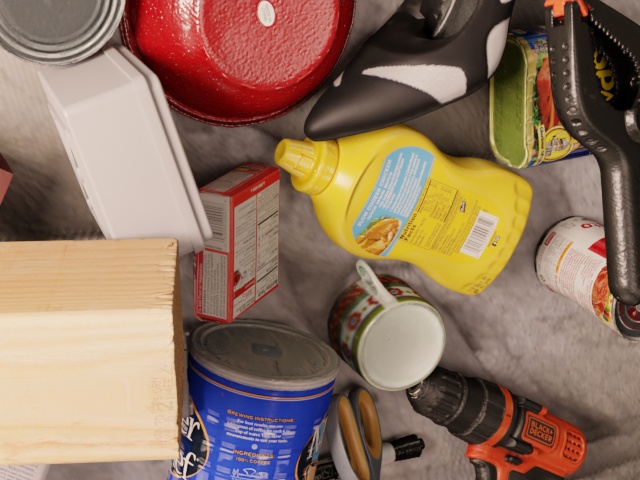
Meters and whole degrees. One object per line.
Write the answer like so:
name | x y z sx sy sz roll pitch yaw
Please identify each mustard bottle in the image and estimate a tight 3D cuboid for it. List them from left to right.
mustard bottle | 0.053 -0.031 0.742 0.191 0.058 0.096 19 105 -30

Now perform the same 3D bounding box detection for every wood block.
wood block | -0.177 0.057 0.559 0.206 0.091 0.090 -1 115 -4

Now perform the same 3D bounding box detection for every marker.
marker | 0.026 0.172 0.829 0.121 0.020 0.020 -11 113 -21

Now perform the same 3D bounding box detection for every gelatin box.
gelatin box | -0.055 0.001 0.699 0.073 0.030 0.089 -38 135 -60

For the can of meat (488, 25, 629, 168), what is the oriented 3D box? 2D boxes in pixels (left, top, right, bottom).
can of meat | 0.170 -0.107 0.770 0.083 0.057 0.102 -12 114 -18

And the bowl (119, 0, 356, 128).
bowl | -0.040 -0.143 0.659 0.161 0.055 0.162 -8 112 -22

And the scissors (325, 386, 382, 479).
scissors | 0.043 0.197 0.796 0.016 0.096 0.202 -13 107 20

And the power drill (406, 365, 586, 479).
power drill | 0.123 0.204 0.826 0.184 0.057 0.187 26 71 -29

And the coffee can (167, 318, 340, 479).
coffee can | -0.050 0.137 0.732 0.102 0.103 0.140 3 107 -26

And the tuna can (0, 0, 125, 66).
tuna can | -0.158 -0.146 0.615 0.086 0.034 0.086 -9 112 -22

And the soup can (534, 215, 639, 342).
soup can | 0.219 0.027 0.815 0.068 0.102 0.068 -9 112 -22
